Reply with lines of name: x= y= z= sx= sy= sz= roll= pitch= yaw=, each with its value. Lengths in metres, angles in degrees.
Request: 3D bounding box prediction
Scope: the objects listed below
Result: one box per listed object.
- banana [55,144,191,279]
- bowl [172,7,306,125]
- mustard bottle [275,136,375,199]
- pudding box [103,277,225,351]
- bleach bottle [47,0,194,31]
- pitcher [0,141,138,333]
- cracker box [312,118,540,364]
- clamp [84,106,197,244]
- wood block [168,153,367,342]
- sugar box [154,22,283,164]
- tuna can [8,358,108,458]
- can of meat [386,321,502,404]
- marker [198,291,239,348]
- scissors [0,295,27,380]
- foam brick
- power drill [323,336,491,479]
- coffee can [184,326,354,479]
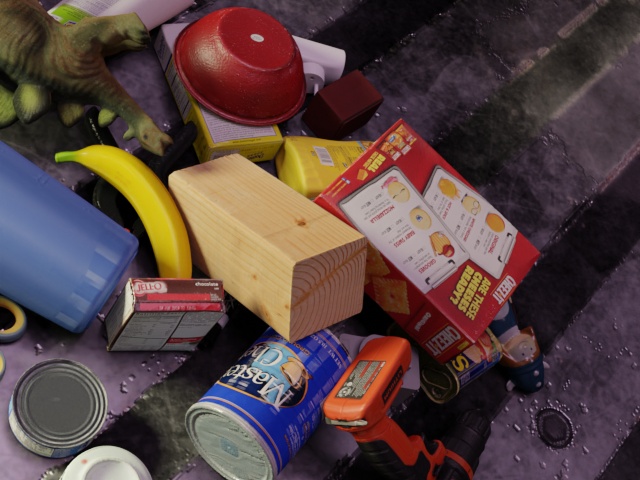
banana: x=-0.179 y=-0.028 z=1.069 sx=0.069 sy=0.037 sz=0.198 roll=-39 pitch=83 yaw=-4
bowl: x=-0.081 y=-0.208 z=1.197 sx=0.162 sy=0.055 sz=0.162 roll=13 pitch=53 yaw=-18
mustard bottle: x=0.050 y=-0.075 z=1.229 sx=0.191 sy=0.058 sz=0.096 roll=0 pitch=42 yaw=-25
pudding box: x=-0.149 y=0.071 z=1.012 sx=0.089 sy=0.114 sz=0.039 roll=3 pitch=63 yaw=-24
bleach bottle: x=-0.260 y=-0.238 z=1.177 sx=0.103 sy=0.068 sz=0.250 roll=24 pitch=51 yaw=35
pitcher: x=-0.295 y=-0.023 z=1.004 sx=0.242 sy=0.145 sz=0.149 roll=33 pitch=64 yaw=-8
cracker box: x=0.104 y=-0.001 z=1.123 sx=0.213 sy=0.072 sz=0.164 roll=44 pitch=51 yaw=1
clamp: x=-0.205 y=-0.069 z=1.120 sx=0.120 sy=0.039 sz=0.171 roll=12 pitch=59 yaw=0
wood block: x=-0.057 y=0.001 z=1.055 sx=0.090 sy=0.090 sz=0.206 roll=-20 pitch=38 yaw=-34
sugar box: x=-0.118 y=-0.169 z=1.219 sx=0.093 sy=0.048 sz=0.176 roll=-9 pitch=61 yaw=-29
tuna can: x=-0.239 y=0.153 z=0.970 sx=0.086 sy=0.034 sz=0.086 roll=12 pitch=57 yaw=-18
can of meat: x=0.136 y=0.112 z=1.157 sx=0.083 sy=0.058 sz=0.102 roll=-27 pitch=74 yaw=-37
marker: x=-0.094 y=0.065 z=1.102 sx=0.020 sy=0.020 sz=0.121 roll=33 pitch=52 yaw=-3
scissors: x=-0.357 y=0.050 z=0.989 sx=0.202 sy=0.016 sz=0.096 roll=43 pitch=52 yaw=4
foam brick: x=0.026 y=-0.158 z=1.275 sx=0.078 sy=0.053 sz=0.051 roll=-34 pitch=79 yaw=-37
power drill: x=0.092 y=0.186 z=1.040 sx=0.184 sy=0.057 sz=0.187 roll=-52 pitch=121 yaw=-39
coffee can: x=-0.046 y=0.152 z=1.017 sx=0.103 sy=0.103 sz=0.140 roll=42 pitch=52 yaw=4
